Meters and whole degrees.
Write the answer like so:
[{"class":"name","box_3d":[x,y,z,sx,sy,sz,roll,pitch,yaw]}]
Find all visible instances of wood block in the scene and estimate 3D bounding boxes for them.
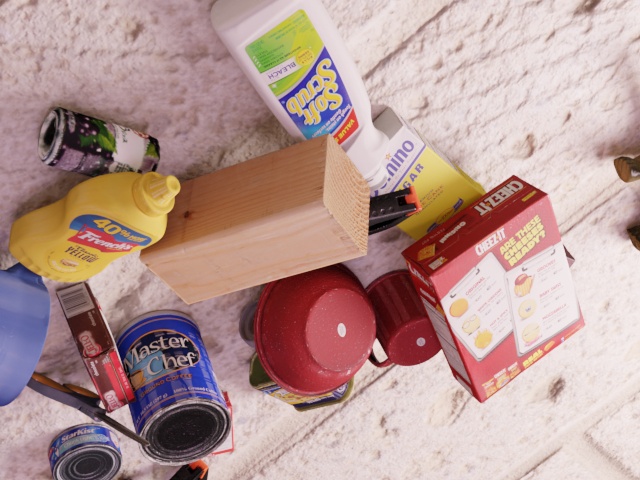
[{"class":"wood block","box_3d":[-0.063,-0.018,1.047,0.206,0.091,0.090,-16,138,25]}]

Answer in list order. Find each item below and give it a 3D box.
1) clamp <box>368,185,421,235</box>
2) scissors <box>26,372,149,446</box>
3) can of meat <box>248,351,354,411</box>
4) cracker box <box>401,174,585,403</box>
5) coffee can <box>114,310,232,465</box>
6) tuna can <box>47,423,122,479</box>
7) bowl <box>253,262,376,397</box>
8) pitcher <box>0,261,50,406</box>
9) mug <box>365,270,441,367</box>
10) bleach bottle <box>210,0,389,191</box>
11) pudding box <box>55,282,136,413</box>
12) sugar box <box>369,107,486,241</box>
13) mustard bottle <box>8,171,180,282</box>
[{"class":"clamp","box_3d":[0.028,-0.012,1.136,0.171,0.039,0.120,-18,175,12]},{"class":"scissors","box_3d":[-0.236,0.185,1.153,0.096,0.202,0.016,26,84,-62]},{"class":"can of meat","box_3d":[-0.024,0.161,1.277,0.102,0.057,0.083,-20,142,41]},{"class":"cracker box","box_3d":[0.200,0.057,1.213,0.164,0.072,0.213,-34,127,-11]},{"class":"coffee can","box_3d":[-0.165,0.161,1.175,0.102,0.140,0.103,-13,132,-14]},{"class":"tuna can","box_3d":[-0.282,0.262,1.283,0.086,0.034,0.086,-12,132,-14]},{"class":"bowl","box_3d":[0.007,0.098,1.199,0.161,0.055,0.162,0,90,-33]},{"class":"pitcher","box_3d":[-0.393,0.076,1.005,0.242,0.149,0.145,21,130,-33]},{"class":"mug","box_3d":[0.095,0.105,1.285,0.093,0.081,0.117,26,115,-38]},{"class":"bleach bottle","box_3d":[0.002,-0.143,1.021,0.103,0.068,0.250,-30,128,11]},{"class":"pudding box","box_3d":[-0.235,0.111,1.120,0.039,0.114,0.090,-21,134,-12]},{"class":"sugar box","box_3d":[0.102,-0.062,1.171,0.093,0.048,0.176,-44,133,15]},{"class":"mustard bottle","box_3d":[-0.202,-0.019,1.009,0.192,0.058,0.096,-25,142,35]}]
